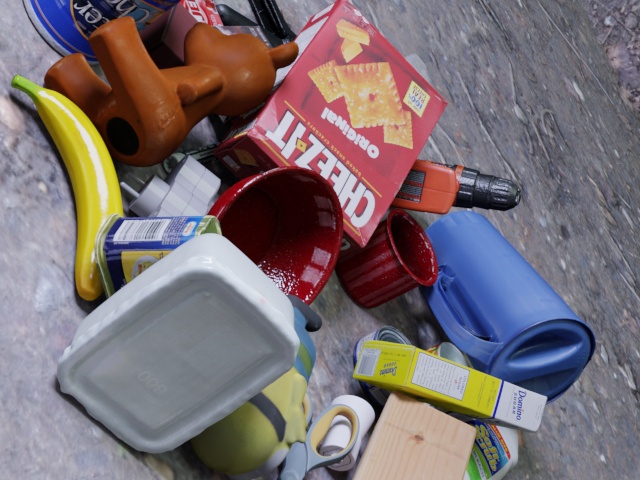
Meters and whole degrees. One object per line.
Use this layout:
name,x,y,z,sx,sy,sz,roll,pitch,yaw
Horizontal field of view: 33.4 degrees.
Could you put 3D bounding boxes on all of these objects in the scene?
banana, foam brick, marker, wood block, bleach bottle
banana,-0.195,-0.044,0.866,0.069,0.037,0.198,-10,71,-39
foam brick,-0.149,-0.186,1.047,0.051,0.053,0.078,43,34,-29
marker,-0.114,-0.084,1.045,0.020,0.020,0.121,61,29,1
wood block,0.065,0.237,0.938,0.091,0.090,0.205,24,31,6
bleach bottle,0.159,0.225,1.164,0.250,0.068,0.102,-9,72,-63

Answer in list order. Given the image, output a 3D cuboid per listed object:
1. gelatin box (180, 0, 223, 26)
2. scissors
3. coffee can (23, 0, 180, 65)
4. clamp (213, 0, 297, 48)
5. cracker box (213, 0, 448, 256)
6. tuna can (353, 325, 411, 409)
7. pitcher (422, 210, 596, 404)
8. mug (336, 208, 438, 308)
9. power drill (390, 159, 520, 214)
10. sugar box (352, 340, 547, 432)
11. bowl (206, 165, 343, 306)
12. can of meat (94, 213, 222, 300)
gelatin box,-0.145,-0.255,1.137,0.073,0.030,0.089,0,64,-58
scissors,-0.038,0.190,0.917,0.096,0.016,0.201,41,42,12
coffee can,-0.180,-0.235,0.948,0.102,0.140,0.103,39,35,-35
clamp,-0.050,-0.225,1.257,0.210,0.036,0.164,53,29,-15
cracker box,0.017,-0.114,1.070,0.164,0.072,0.213,43,56,-18
tuna can,0.073,0.136,1.131,0.086,0.034,0.086,39,35,-35
pitcher,0.194,0.069,1.239,0.243,0.145,0.149,60,-4,49
mug,0.073,0.018,1.189,0.093,0.082,0.117,50,30,-18
power drill,0.137,-0.064,1.258,0.187,0.184,0.057,-9,109,-73
sugar box,0.130,0.147,1.065,0.176,0.093,0.048,25,77,-27
bowl,-0.056,0.001,0.969,0.055,0.162,0.161,30,3,43
can of meat,-0.118,0.029,0.827,0.057,0.084,0.102,-69,154,-55
